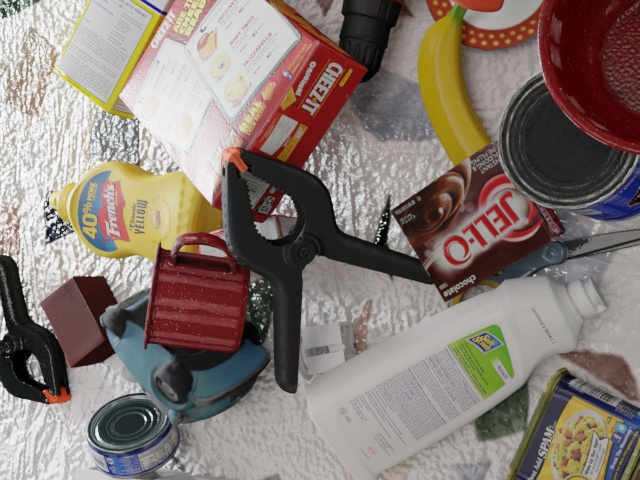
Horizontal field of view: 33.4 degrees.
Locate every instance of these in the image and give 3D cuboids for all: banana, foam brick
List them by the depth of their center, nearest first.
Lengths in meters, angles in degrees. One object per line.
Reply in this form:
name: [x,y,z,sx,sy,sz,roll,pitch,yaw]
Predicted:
banana: [0.124,-0.101,0.887,0.070,0.037,0.198,-22,87,47]
foam brick: [-0.234,0.080,1.072,0.053,0.051,0.078,-36,73,21]

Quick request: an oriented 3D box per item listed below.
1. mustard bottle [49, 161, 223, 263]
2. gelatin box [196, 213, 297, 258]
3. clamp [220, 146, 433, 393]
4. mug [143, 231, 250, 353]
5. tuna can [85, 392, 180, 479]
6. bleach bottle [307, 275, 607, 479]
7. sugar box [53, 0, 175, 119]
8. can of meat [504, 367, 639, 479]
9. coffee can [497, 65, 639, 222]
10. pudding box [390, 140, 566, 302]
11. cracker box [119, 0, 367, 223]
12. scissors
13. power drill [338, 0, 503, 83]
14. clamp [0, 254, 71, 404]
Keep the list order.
mustard bottle: [-0.189,-0.028,1.049,0.192,0.058,0.096,9,97,28]
gelatin box: [-0.056,0.001,0.969,0.089,0.073,0.030,-15,80,27]
clamp: [-0.022,0.016,0.879,0.164,0.036,0.210,-45,112,-5]
mug: [-0.103,0.043,0.913,0.081,0.093,0.117,8,122,-7]
tuna can: [-0.179,0.184,1.017,0.086,0.086,0.034,10,127,28]
bleach bottle: [0.117,0.105,0.873,0.251,0.068,0.102,-29,109,18]
sugar box: [-0.188,-0.220,1.064,0.093,0.048,0.176,37,101,24]
can of meat: [0.205,0.163,0.833,0.084,0.057,0.102,26,100,24]
coffee can: [0.203,-0.069,0.796,0.103,0.140,0.103,-1,87,28]
pudding box: [0.126,-0.016,0.859,0.114,0.039,0.090,-35,81,34]
cracker box: [-0.076,-0.139,0.951,0.164,0.072,0.214,-56,45,13]
scissors: [0.183,0.029,0.873,0.202,0.016,0.096,5,92,28]
power drill: [0.079,-0.219,0.867,0.188,0.057,0.184,16,95,61]
clamp: [-0.331,0.114,1.129,0.120,0.039,0.171,-43,70,21]
